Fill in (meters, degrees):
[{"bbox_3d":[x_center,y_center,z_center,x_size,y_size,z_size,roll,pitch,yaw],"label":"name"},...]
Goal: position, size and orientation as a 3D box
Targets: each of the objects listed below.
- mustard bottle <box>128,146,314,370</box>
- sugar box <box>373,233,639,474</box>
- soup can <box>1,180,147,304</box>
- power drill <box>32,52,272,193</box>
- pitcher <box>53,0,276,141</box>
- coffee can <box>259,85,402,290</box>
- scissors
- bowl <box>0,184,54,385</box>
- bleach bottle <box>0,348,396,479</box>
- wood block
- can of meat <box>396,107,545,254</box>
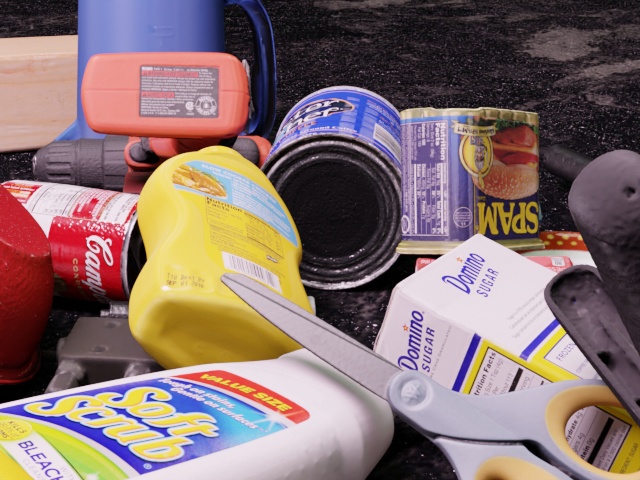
[{"bbox_3d":[-0.054,0.001,0.583,0.096,0.058,0.191,25,27,-22],"label":"mustard bottle"},{"bbox_3d":[0.121,0.063,0.469,0.176,0.048,0.093,26,28,24],"label":"sugar box"},{"bbox_3d":[-0.146,0.002,0.641,0.102,0.068,0.068,7,20,17],"label":"soup can"},{"bbox_3d":[-0.121,-0.073,0.754,0.184,0.057,0.188,-2,-11,-6],"label":"power drill"},{"bbox_3d":[-0.128,-0.175,0.878,0.145,0.243,0.149,15,24,27],"label":"pitcher"},{"bbox_3d":[0.012,-0.040,0.718,0.103,0.103,0.140,3,20,4],"label":"coffee can"},{"bbox_3d":[0.056,0.055,0.421,0.096,0.016,0.202,-38,66,-11],"label":"scissors"},{"bbox_3d":[-0.188,-0.003,0.533,0.162,0.055,0.162,43,5,-5],"label":"bowl"},{"bbox_3d":[-0.065,0.087,0.419,0.250,0.068,0.103,-14,27,-42],"label":"bleach bottle"},{"bbox_3d":[-0.261,-0.138,0.992,0.205,0.090,0.091,-9,22,-28],"label":"wood block"},{"bbox_3d":[0.091,-0.035,0.641,0.058,0.084,0.101,0,2,42],"label":"can of meat"}]
